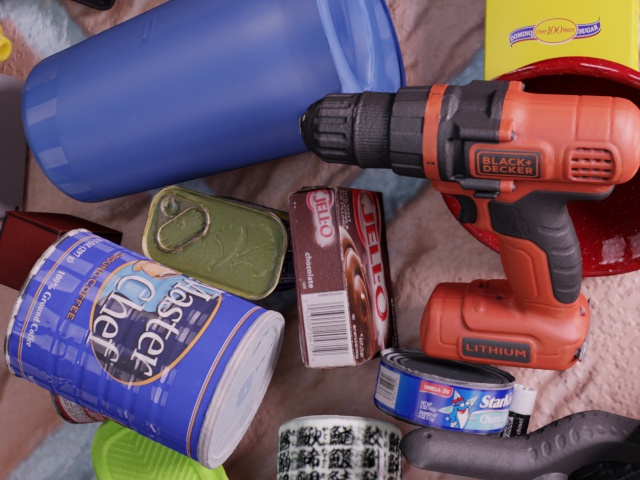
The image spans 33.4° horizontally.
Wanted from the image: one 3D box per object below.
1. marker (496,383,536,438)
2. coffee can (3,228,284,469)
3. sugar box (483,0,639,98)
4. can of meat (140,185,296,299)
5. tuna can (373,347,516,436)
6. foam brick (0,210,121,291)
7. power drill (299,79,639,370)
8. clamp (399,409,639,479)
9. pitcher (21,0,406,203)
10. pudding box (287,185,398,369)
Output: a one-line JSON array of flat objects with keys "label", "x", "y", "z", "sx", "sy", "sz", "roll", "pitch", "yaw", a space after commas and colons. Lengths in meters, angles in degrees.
[{"label": "marker", "x": 0.117, "y": 0.153, "z": 0.687, "sx": 0.020, "sy": 0.020, "sz": 0.121, "roll": 14, "pitch": 95, "yaw": 21}, {"label": "coffee can", "x": -0.107, "y": 0.065, "z": 0.661, "sx": 0.140, "sy": 0.102, "sz": 0.103, "roll": 23, "pitch": 98, "yaw": 12}, {"label": "sugar box", "x": 0.150, "y": -0.173, "z": 0.661, "sx": 0.093, "sy": 0.048, "sz": 0.176, "roll": 0, "pitch": 91, "yaw": 21}, {"label": "can of meat", "x": -0.055, "y": 0.001, "z": 0.720, "sx": 0.102, "sy": 0.083, "sz": 0.057, "roll": 16, "pitch": 96, "yaw": 21}, {"label": "tuna can", "x": 0.077, "y": 0.094, "z": 0.667, "sx": 0.086, "sy": 0.086, "sz": 0.034, "roll": 12, "pitch": 95, "yaw": 21}, {"label": "foam brick", "x": -0.193, "y": 0.010, "z": 0.778, "sx": 0.053, "sy": 0.078, "sz": 0.051, "roll": 18, "pitch": 97, "yaw": 23}, {"label": "power drill", "x": 0.087, "y": -0.007, "z": 0.618, "sx": 0.185, "sy": 0.057, "sz": 0.187, "roll": 6, "pitch": 136, "yaw": 18}, {"label": "clamp", "x": 0.123, "y": 0.134, "z": 0.634, "sx": 0.171, "sy": 0.120, "sz": 0.039, "roll": -20, "pitch": 48, "yaw": -1}, {"label": "pitcher", "x": -0.073, "y": -0.113, "z": 0.715, "sx": 0.243, "sy": 0.149, "sz": 0.145, "roll": -14, "pitch": 99, "yaw": 24}, {"label": "pudding box", "x": 0.016, "y": 0.022, "z": 0.689, "sx": 0.039, "sy": 0.090, "sz": 0.113, "roll": -5, "pitch": 89, "yaw": 23}]
